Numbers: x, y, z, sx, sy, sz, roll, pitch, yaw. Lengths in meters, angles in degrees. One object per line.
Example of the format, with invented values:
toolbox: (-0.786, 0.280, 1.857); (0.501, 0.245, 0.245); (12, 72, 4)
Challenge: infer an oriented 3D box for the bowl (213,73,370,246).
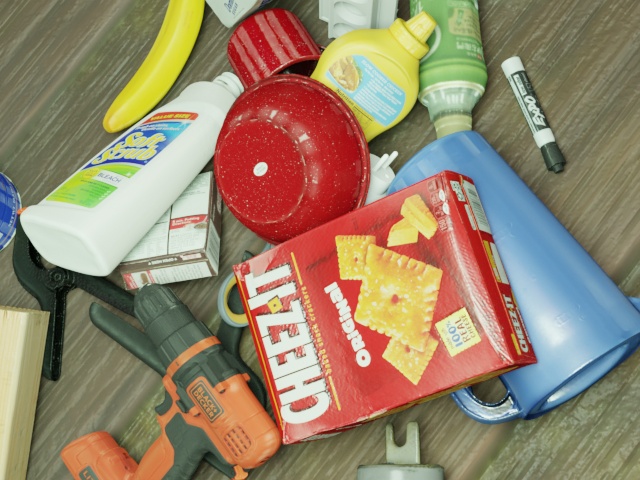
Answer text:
bowl: (-0.038, -0.064, 0.943); (0.162, 0.055, 0.162); (7, 105, 29)

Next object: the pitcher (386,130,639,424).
pitcher: (0.155, 0.030, 0.927); (0.243, 0.148, 0.145); (55, 133, 21)

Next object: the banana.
banana: (-0.160, -0.195, 1.071); (0.037, 0.069, 0.198); (28, 98, 40)

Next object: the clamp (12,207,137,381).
clamp: (-0.240, 0.038, 1.042); (0.120, 0.039, 0.171); (-21, 80, -3)

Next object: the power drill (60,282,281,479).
power drill: (-0.144, 0.155, 0.932); (0.188, 0.057, 0.184); (-45, 73, 24)

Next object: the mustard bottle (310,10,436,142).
mustard bottle: (0.033, -0.136, 0.981); (0.096, 0.058, 0.192); (38, 112, -21)

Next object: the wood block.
wood block: (-0.315, 0.161, 0.971); (0.091, 0.090, 0.206); (8, 87, 0)

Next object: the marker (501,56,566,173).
marker: (0.203, -0.118, 1.011); (0.020, 0.020, 0.121); (-21, 73, 4)

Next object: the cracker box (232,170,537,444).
cracker box: (0.047, 0.059, 0.877); (0.214, 0.072, 0.164); (-24, 74, 24)

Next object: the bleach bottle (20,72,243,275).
bleach bottle: (-0.162, -0.076, 1.011); (0.103, 0.068, 0.250); (12, 50, 36)

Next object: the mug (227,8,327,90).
mug: (-0.029, -0.170, 1.034); (0.117, 0.093, 0.081); (-10, 54, -30)

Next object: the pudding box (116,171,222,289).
pudding box: (-0.142, -0.011, 1.014); (0.090, 0.039, 0.113); (-10, 43, 8)

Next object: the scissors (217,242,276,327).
scissors: (-0.057, 0.001, 1.010); (0.096, 0.016, 0.202); (-1, 74, -25)

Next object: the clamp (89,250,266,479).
clamp: (-0.100, 0.117, 0.991); (0.164, 0.036, 0.210); (-26, 78, -10)
